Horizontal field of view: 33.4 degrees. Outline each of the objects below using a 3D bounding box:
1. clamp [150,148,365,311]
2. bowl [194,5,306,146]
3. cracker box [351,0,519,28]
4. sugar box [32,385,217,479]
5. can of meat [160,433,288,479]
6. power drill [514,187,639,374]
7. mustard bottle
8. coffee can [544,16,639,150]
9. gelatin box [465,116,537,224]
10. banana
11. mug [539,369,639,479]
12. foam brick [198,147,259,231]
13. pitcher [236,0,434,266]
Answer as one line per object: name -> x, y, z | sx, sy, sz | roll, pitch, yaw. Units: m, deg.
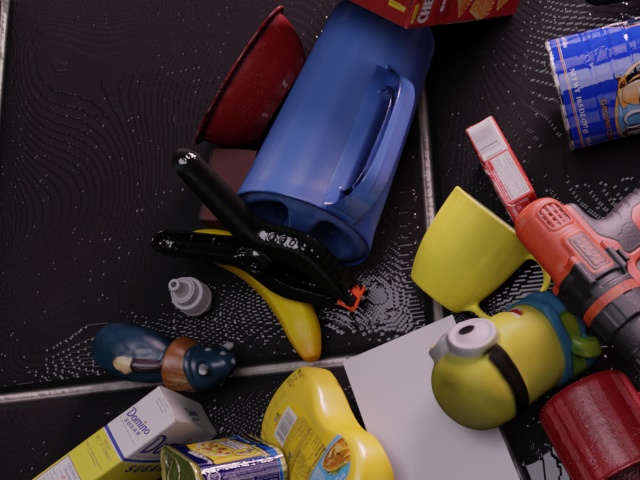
clamp -> -0.056, 0.001, 0.959 | 0.210, 0.165, 0.036 | 24, 59, 5
bowl -> -0.060, -0.150, 1.062 | 0.055, 0.162, 0.162 | 33, 83, -2
cracker box -> 0.081, -0.267, 1.007 | 0.164, 0.213, 0.072 | 31, 118, 26
sugar box -> -0.190, 0.210, 0.993 | 0.176, 0.093, 0.048 | -35, 64, 5
can of meat -> -0.085, 0.208, 0.939 | 0.083, 0.102, 0.057 | -7, 95, -26
power drill -> 0.279, 0.014, 0.874 | 0.187, 0.057, 0.184 | -24, 63, -25
mustard bottle -> 0.015, 0.197, 0.901 | 0.096, 0.058, 0.192 | -63, 36, 18
coffee can -> 0.281, -0.146, 0.952 | 0.140, 0.102, 0.103 | -13, 67, 14
gelatin box -> 0.169, -0.059, 0.976 | 0.030, 0.073, 0.089 | -28, 65, 9
banana -> -0.064, 0.041, 1.036 | 0.198, 0.037, 0.069 | 33, 72, 19
mug -> 0.242, 0.157, 0.872 | 0.117, 0.093, 0.081 | -14, 58, -20
foam brick -> -0.083, -0.047, 1.071 | 0.051, 0.053, 0.078 | 2, 73, 20
pitcher -> 0.028, -0.108, 0.998 | 0.149, 0.145, 0.242 | 15, 68, 19
